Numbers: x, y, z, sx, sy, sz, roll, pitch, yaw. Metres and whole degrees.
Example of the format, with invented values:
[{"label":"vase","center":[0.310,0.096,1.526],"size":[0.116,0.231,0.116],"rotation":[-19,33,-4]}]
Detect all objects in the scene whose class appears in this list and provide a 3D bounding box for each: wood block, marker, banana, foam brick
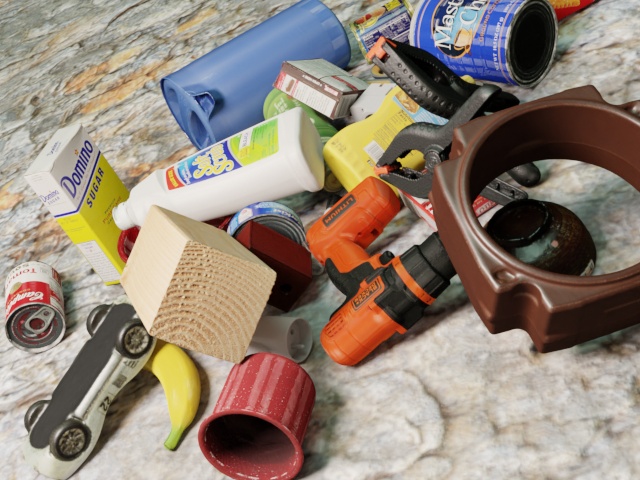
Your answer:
[{"label":"wood block","center":[-0.121,0.036,1.010],"size":[0.091,0.090,0.206],"rotation":[-68,20,3]},{"label":"marker","center":[0.006,-0.010,1.165],"size":[0.020,0.020,0.121],"rotation":[-11,37,25]},{"label":"banana","center":[-0.165,0.134,1.086],"size":[0.069,0.037,0.198],"rotation":[-35,34,-10]},{"label":"foam brick","center":[-0.054,0.026,1.097],"size":[0.053,0.078,0.051],"rotation":[-52,22,30]}]

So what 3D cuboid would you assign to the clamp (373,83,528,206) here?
[{"label":"clamp","center":[0.129,-0.074,1.057],"size":[0.039,0.120,0.172],"rotation":[-16,-2,-42]}]

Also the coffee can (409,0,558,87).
[{"label":"coffee can","center":[0.190,-0.239,1.246],"size":[0.141,0.102,0.102],"rotation":[18,55,41]}]

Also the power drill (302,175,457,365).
[{"label":"power drill","center":[0.061,0.012,1.030],"size":[0.184,0.057,0.188],"rotation":[-41,29,12]}]

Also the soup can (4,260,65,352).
[{"label":"soup can","center":[-0.339,0.077,1.266],"size":[0.068,0.068,0.102],"rotation":[-29,32,1]}]

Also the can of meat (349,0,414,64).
[{"label":"can of meat","center":[0.088,-0.281,1.420],"size":[0.084,0.057,0.102],"rotation":[-28,18,8]}]

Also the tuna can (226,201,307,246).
[{"label":"tuna can","center":[-0.057,0.001,1.139],"size":[0.086,0.086,0.034],"rotation":[-25,31,7]}]

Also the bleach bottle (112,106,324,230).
[{"label":"bleach bottle","center":[-0.121,-0.062,1.191],"size":[0.251,0.068,0.102],"rotation":[-21,39,17]}]

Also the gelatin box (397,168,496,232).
[{"label":"gelatin box","center":[0.133,-0.047,1.111],"size":[0.073,0.030,0.089],"rotation":[-33,36,-7]}]

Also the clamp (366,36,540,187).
[{"label":"clamp","center":[0.142,-0.153,1.120],"size":[0.036,0.210,0.164],"rotation":[-50,16,29]}]

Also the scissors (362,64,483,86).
[{"label":"scissors","center":[0.125,-0.208,1.344],"size":[0.202,0.016,0.096],"rotation":[-4,41,33]}]

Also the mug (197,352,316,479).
[{"label":"mug","center":[-0.057,0.160,0.938],"size":[0.117,0.093,0.081],"rotation":[-52,11,38]}]

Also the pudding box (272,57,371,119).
[{"label":"pudding box","center":[0.008,-0.187,1.305],"size":[0.090,0.039,0.113],"rotation":[30,20,17]}]

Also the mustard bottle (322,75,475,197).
[{"label":"mustard bottle","center":[0.100,-0.122,1.179],"size":[0.191,0.096,0.058],"rotation":[-40,-2,-17]}]

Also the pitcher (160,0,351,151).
[{"label":"pitcher","center":[-0.084,-0.217,1.427],"size":[0.242,0.145,0.149],"rotation":[-36,46,-16]}]

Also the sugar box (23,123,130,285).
[{"label":"sugar box","center":[-0.270,-0.042,1.271],"size":[0.048,0.176,0.093],"rotation":[-9,38,28]}]
